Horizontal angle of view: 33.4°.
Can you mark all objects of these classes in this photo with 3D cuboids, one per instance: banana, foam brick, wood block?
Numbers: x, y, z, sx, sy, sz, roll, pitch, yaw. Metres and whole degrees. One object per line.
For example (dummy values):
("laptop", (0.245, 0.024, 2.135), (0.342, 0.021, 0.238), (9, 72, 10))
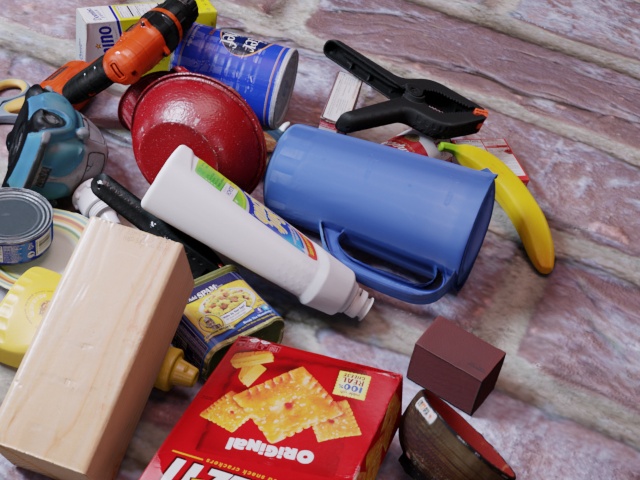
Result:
("banana", (0.217, -0.046, 1.249), (0.069, 0.037, 0.198), (-28, 70, -32))
("foam brick", (0.132, 0.122, 1.044), (0.078, 0.051, 0.052), (30, 44, 21))
("wood block", (-0.189, 0.097, 0.904), (0.090, 0.091, 0.206), (17, 67, 8))

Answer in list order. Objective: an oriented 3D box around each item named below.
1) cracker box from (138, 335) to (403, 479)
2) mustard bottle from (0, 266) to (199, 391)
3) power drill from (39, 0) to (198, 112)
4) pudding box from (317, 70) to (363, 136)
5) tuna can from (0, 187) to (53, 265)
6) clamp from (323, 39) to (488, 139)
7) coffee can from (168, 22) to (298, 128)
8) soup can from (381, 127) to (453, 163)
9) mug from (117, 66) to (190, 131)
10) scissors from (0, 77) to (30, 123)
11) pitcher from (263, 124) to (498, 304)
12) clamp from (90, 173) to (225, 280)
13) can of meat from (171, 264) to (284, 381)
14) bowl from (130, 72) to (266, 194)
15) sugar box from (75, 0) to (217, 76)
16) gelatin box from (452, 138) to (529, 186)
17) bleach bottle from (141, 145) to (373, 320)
("cracker box", (-0.040, 0.182, 0.897), (0.164, 0.072, 0.213), (12, 38, 19))
("mustard bottle", (-0.203, 0.096, 0.989), (0.192, 0.058, 0.096), (19, 51, 8))
("power drill", (-0.241, -0.215, 1.260), (0.057, 0.188, 0.184), (54, 37, -17))
("pudding box", (0.018, -0.138, 1.293), (0.039, 0.090, 0.113), (14, 40, 1))
("tuna can", (-0.313, -0.014, 1.078), (0.086, 0.034, 0.086), (6, 41, -5))
("clamp", (0.099, -0.173, 1.274), (0.209, 0.036, 0.164), (7, 44, -22))
("coffee can", (-0.108, -0.207, 1.334), (0.140, 0.103, 0.102), (16, 40, 6))
("soup can", (0.105, -0.096, 1.281), (0.069, 0.068, 0.102), (35, 45, 26))
("mug", (-0.174, -0.146, 1.242), (0.093, 0.117, 0.081), (-2, 44, -41))
("scissors", (-0.411, -0.153, 1.267), (0.201, 0.016, 0.096), (-17, 46, -30))
("pitcher", (0.060, -0.036, 1.163), (0.243, 0.145, 0.149), (19, 15, 14))
("clamp", (-0.156, -0.007, 1.122), (0.171, 0.039, 0.120), (43, 14, 12))
("can of meat", (-0.097, 0.081, 1.035), (0.101, 0.057, 0.084), (-24, 53, -35))
("bowl", (-0.142, -0.095, 1.144), (0.162, 0.162, 0.055), (19, 33, 9))
("sugar box", (-0.224, -0.258, 1.375), (0.176, 0.093, 0.048), (-14, 46, -26))
("gelatin box", (0.208, -0.090, 1.329), (0.073, 0.030, 0.089), (-4, 43, -16))
("bleach bottle", (-0.057, 0.001, 1.085), (0.250, 0.068, 0.102), (33, 13, -7))
